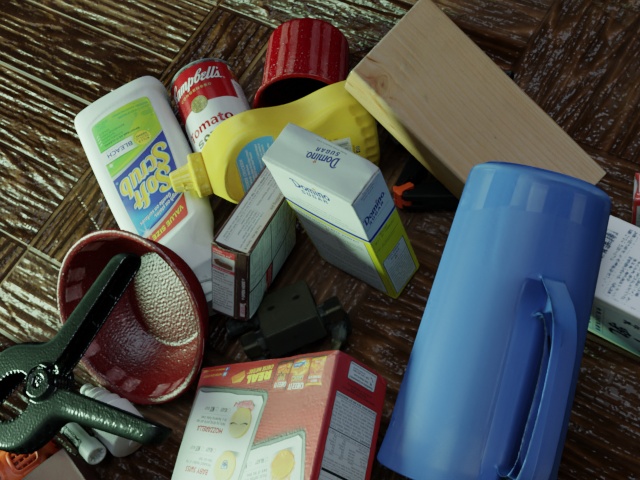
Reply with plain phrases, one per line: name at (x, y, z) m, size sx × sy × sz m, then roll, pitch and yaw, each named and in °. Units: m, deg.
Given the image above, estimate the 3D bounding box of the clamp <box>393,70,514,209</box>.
clamp at (0.148, -0.074, 0.972) m, size 0.171 × 0.039 × 0.120 m, roll -39°, pitch 56°, yaw -9°

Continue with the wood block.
wood block at (0.125, -0.094, 0.898) m, size 0.206 × 0.090 × 0.091 m, roll 44°, pitch 89°, yaw -2°

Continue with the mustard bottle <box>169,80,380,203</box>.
mustard bottle at (-0.044, -0.080, 0.977) m, size 0.191 × 0.096 × 0.058 m, roll -17°, pitch 51°, yaw -5°

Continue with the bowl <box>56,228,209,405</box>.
bowl at (-0.153, 0.060, 0.937) m, size 0.162 × 0.162 × 0.055 m, roll 21°, pitch 27°, yaw 24°

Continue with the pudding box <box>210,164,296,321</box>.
pudding box at (-0.056, 0.001, 0.934) m, size 0.039 × 0.090 × 0.113 m, roll 17°, pitch 47°, yaw 12°

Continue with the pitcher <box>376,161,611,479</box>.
pitcher at (0.138, 0.070, 0.784) m, size 0.149 × 0.144 × 0.243 m, roll 14°, pitch 89°, yaw 32°

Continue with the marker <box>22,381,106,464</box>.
marker at (-0.228, 0.157, 0.940) m, size 0.020 × 0.020 × 0.121 m, roll -47°, pitch 49°, yaw -13°

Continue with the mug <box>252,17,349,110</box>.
mug at (-0.022, -0.156, 1.041) m, size 0.117 × 0.093 × 0.081 m, roll -28°, pitch 45°, yaw 40°

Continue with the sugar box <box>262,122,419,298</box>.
sugar box at (0.022, -0.022, 0.894) m, size 0.093 × 0.176 × 0.048 m, roll 29°, pitch 72°, yaw 26°

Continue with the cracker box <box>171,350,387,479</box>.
cracker box at (-0.043, 0.200, 0.816) m, size 0.164 × 0.072 × 0.213 m, roll -13°, pitch 54°, yaw 43°

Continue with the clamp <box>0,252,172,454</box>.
clamp at (-0.212, 0.124, 0.867) m, size 0.210 × 0.036 × 0.164 m, roll -31°, pitch 59°, yaw 15°

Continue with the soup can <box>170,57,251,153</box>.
soup can at (-0.101, -0.119, 1.044) m, size 0.068 × 0.068 × 0.102 m, roll -24°, pitch 59°, yaw 1°

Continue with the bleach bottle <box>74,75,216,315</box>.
bleach bottle at (-0.146, -0.038, 1.016) m, size 0.102 × 0.068 × 0.251 m, roll -29°, pitch 61°, yaw -3°

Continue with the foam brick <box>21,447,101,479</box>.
foam brick at (-0.205, 0.216, 0.879) m, size 0.053 × 0.078 × 0.051 m, roll -39°, pitch 58°, yaw -9°
